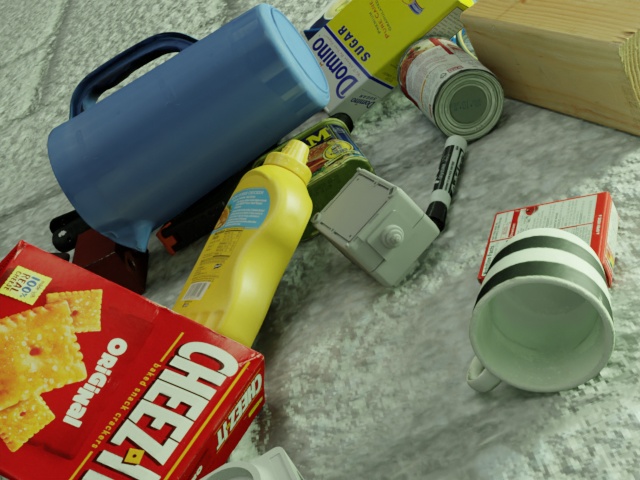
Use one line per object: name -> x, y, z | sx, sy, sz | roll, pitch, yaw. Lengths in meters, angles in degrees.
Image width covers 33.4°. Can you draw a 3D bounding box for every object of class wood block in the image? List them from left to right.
wood block -> 0.222, -0.165, 0.893 | 0.090, 0.090, 0.206 | -38, 31, -12

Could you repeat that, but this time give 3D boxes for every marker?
marker -> 0.104, -0.047, 0.889 | 0.020, 0.020, 0.121 | -13, 34, 28

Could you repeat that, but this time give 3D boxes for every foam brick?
foam brick -> -0.201, 0.021, 1.021 | 0.051, 0.053, 0.078 | -25, 30, 9

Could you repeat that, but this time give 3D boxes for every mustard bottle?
mustard bottle -> -0.055, 0.001, 0.862 | 0.096, 0.058, 0.191 | -9, 52, 57

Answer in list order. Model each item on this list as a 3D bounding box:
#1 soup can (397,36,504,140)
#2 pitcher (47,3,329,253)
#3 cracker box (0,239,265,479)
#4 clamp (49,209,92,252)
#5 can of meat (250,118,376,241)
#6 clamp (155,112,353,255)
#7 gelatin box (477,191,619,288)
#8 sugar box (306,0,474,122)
soup can -> 0.117, -0.139, 0.968 | 0.068, 0.068, 0.102 | -30, 30, 0
pitcher -> -0.121, -0.116, 0.975 | 0.243, 0.149, 0.145 | -32, 20, 15
cracker box -> -0.169, 0.110, 0.743 | 0.214, 0.072, 0.164 | 23, 53, 17
clamp -> -0.206, -0.034, 1.105 | 0.171, 0.039, 0.120 | -27, 20, -1
can of meat -> -0.004, -0.053, 0.958 | 0.102, 0.057, 0.084 | -30, 32, 1
clamp -> -0.078, -0.064, 1.058 | 0.210, 0.036, 0.165 | -39, 21, -10
gelatin box -> 0.160, 0.006, 0.748 | 0.089, 0.030, 0.073 | -12, 36, 30
sugar box -> 0.062, -0.203, 1.046 | 0.176, 0.048, 0.093 | -38, 57, 25
